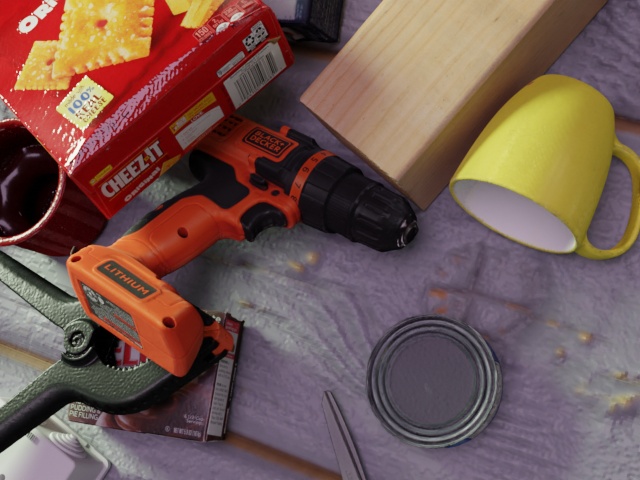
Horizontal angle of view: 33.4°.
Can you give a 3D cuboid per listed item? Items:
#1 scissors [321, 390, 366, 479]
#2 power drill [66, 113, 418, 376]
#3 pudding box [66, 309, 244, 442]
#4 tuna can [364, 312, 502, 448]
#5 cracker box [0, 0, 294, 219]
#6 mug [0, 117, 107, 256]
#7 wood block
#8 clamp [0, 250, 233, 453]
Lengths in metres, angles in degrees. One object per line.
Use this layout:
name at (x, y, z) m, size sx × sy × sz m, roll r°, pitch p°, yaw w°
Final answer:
scissors at (0.021, 0.207, 0.694) m, size 0.096 × 0.016 × 0.202 m, roll -37°, pitch 70°, yaw 8°
power drill at (-0.055, 0.001, 0.697) m, size 0.185 × 0.057 × 0.187 m, roll 26°, pitch 54°, yaw 31°
pudding box at (-0.116, 0.091, 0.750) m, size 0.114 × 0.039 × 0.090 m, roll 5°, pitch 80°, yaw 19°
tuna can at (0.074, 0.091, 0.691) m, size 0.086 × 0.033 × 0.086 m, roll -4°, pitch 78°, yaw 17°
cracker box at (-0.149, -0.144, 0.711) m, size 0.164 × 0.072 × 0.214 m, roll -41°, pitch 64°, yaw -7°
mug at (-0.216, -0.041, 0.788) m, size 0.117 × 0.081 × 0.093 m, roll 42°, pitch 93°, yaw 21°
wood block at (0.095, -0.132, 0.701) m, size 0.090 × 0.090 × 0.206 m, roll 42°, pitch 94°, yaw 21°
clamp at (-0.163, 0.065, 0.732) m, size 0.210 × 0.036 × 0.164 m, roll -13°, pitch 65°, yaw 13°
